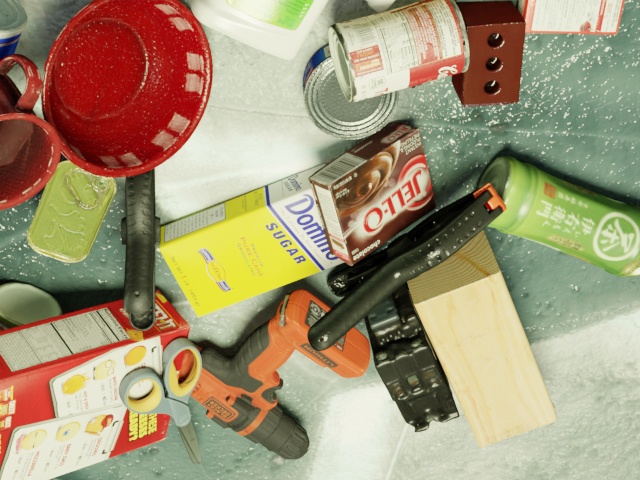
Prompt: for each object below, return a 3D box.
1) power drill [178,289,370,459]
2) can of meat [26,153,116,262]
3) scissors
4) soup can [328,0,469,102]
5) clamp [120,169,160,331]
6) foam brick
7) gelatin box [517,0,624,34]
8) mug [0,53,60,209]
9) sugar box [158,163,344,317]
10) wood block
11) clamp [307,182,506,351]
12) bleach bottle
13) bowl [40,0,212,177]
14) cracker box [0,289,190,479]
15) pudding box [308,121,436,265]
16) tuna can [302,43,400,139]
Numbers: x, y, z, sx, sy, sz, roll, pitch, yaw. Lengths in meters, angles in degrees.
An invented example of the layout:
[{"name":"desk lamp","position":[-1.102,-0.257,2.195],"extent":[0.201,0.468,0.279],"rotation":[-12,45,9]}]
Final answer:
[{"name":"power drill","position":[-0.039,0.142,1.093],"extent":[0.184,0.057,0.188],"rotation":[38,125,-21]},{"name":"can of meat","position":[-0.220,-0.046,0.961],"extent":[0.057,0.084,0.102],"rotation":[20,119,-17]},{"name":"scissors","position":[-0.158,0.179,1.075],"extent":[0.096,0.016,0.202],"rotation":[-19,136,-30]},{"name":"soup can","position":[0.064,-0.160,0.887],"extent":[0.102,0.068,0.068],"rotation":[-16,123,-6]},{"name":"clamp","position":[-0.164,0.000,0.977],"extent":[0.039,0.171,0.120],"rotation":[4,158,-12]},{"name":"foam brick","position":[0.146,-0.164,0.935],"extent":[0.053,0.051,0.078],"rotation":[-4,123,-3]},{"name":"gelatin box","position":[0.219,-0.217,0.921],"extent":[0.089,0.030,0.073],"rotation":[0,122,-5]},{"name":"mug","position":[-0.254,-0.092,0.823],"extent":[0.093,0.082,0.117],"rotation":[10,123,-49]},{"name":"sugar box","position":[-0.057,0.001,1.029],"extent":[0.176,0.048,0.093],"rotation":[-20,122,9]},{"name":"wood block","position":[0.162,0.099,1.086],"extent":[0.090,0.091,0.206],"rotation":[-21,122,8]},{"name":"clamp","position":[0.077,0.016,0.996],"extent":[0.210,0.164,0.036],"rotation":[-36,100,9]},{"name":"bleach bottle","position":[-0.006,-0.273,0.846],"extent":[0.102,0.068,0.251],"rotation":[21,117,-21]},{"name":"bowl","position":[-0.172,-0.137,0.899],"extent":[0.161,0.055,0.162],"rotation":[-21,125,-33]},{"name":"cracker box","position":[-0.245,0.148,1.033],"extent":[0.213,0.072,0.164],"rotation":[-15,136,-37]},{"name":"pudding box","position":[0.050,-0.045,0.984],"extent":[0.113,0.039,0.090],"rotation":[-32,125,-22]},{"name":"tuna can","position":[0.027,-0.136,0.954],"extent":[0.086,0.034,0.086],"rotation":[-2,123,-4]}]
